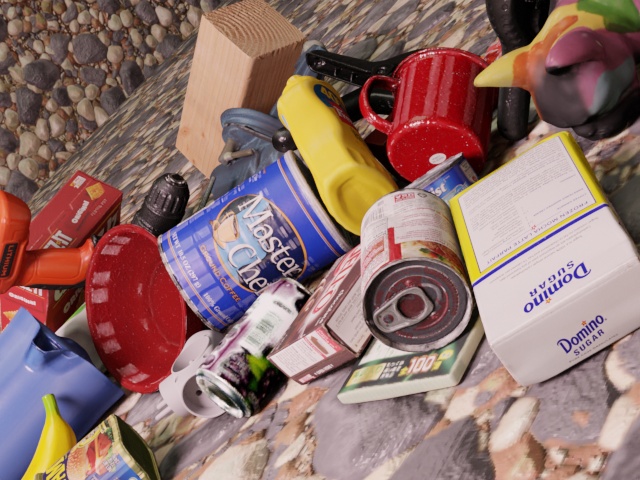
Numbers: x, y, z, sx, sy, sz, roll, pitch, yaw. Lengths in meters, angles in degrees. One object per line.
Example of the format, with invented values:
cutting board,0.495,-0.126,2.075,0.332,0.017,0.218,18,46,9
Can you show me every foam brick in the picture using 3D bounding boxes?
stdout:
foam brick,0.088,-0.096,0.968,0.078,0.051,0.053,-44,19,-6

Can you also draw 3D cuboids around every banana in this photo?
banana,-0.278,0.236,0.956,0.070,0.037,0.197,32,79,30

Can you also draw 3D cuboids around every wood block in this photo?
wood block,-0.100,-0.177,1.290,0.090,0.090,0.206,-28,-28,-37

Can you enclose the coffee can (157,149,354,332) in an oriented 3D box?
coffee can,-0.056,0.001,0.936,0.140,0.102,0.103,-33,19,6

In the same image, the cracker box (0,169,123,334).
cracker box,-0.302,0.051,1.250,0.214,0.072,0.164,107,-171,-46

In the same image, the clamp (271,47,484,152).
clamp,0.060,-0.157,1.054,0.210,0.036,0.164,-10,39,15

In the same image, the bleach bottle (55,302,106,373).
bleach bottle,-0.231,0.065,1.245,0.103,0.068,0.250,-41,12,33

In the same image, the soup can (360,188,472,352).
soup can,0.060,0.017,0.694,0.069,0.068,0.102,-36,22,19

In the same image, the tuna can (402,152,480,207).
tuna can,0.083,-0.030,0.823,0.086,0.034,0.086,-35,3,2

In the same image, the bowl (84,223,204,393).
bowl,-0.159,0.062,1.023,0.055,0.162,0.162,-8,-11,-44

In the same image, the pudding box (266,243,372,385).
pudding box,0.020,0.046,0.782,0.113,0.039,0.090,-56,10,-34

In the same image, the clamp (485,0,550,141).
clamp,0.168,-0.178,0.850,0.039,0.171,0.120,11,43,27

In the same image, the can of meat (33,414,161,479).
can of meat,-0.177,0.193,0.850,0.084,0.057,0.102,-41,19,-4

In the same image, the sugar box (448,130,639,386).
sugar box,0.135,0.005,0.636,0.093,0.048,0.176,-33,26,16

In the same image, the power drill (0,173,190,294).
power drill,-0.236,0.001,1.070,0.185,0.187,0.057,-64,33,28

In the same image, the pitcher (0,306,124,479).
pitcher,-0.315,0.197,1.040,0.242,0.149,0.145,-50,34,-13

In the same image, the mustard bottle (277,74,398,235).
mustard bottle,0.007,-0.089,0.942,0.058,0.096,0.192,-39,44,11

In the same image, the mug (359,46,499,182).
mug,0.088,-0.101,0.875,0.093,0.117,0.081,119,168,-51
